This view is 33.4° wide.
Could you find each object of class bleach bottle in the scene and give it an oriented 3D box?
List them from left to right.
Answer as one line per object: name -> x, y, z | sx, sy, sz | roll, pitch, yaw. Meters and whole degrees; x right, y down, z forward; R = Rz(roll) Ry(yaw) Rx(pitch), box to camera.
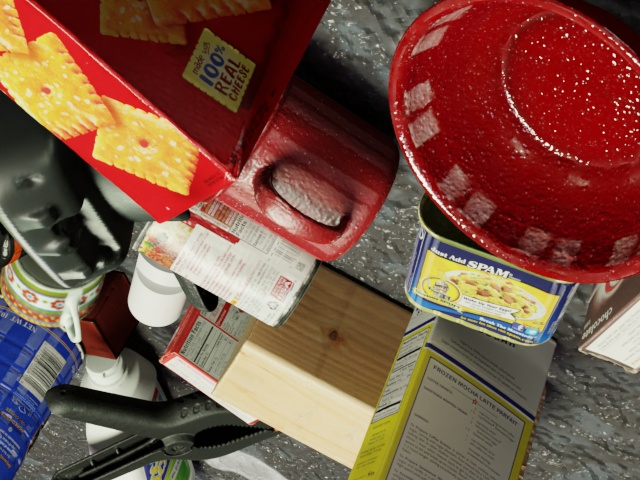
bleach bottle -> -0.173, 0.182, 0.970 | 0.068, 0.102, 0.251 | 13, 143, 15

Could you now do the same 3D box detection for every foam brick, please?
foam brick -> -0.194, 0.057, 0.871 | 0.078, 0.051, 0.053 | 7, 141, 25

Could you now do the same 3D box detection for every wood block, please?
wood block -> 0.042, 0.106, 0.754 | 0.206, 0.090, 0.090 | 29, 143, -3

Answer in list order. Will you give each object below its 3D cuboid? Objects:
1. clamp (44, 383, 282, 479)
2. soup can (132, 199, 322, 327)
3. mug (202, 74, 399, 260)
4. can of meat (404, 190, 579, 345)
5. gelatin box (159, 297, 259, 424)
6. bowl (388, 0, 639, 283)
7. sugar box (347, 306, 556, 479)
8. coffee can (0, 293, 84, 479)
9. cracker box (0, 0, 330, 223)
clamp -> -0.123, 0.150, 0.865 | 0.209, 0.036, 0.165 | -9, 146, -10
soup can -> -0.054, 0.001, 0.656 | 0.102, 0.068, 0.069 | 30, 144, -7
mug -> -0.009, -0.036, 0.594 | 0.081, 0.117, 0.093 | 31, 113, -16
can of meat -> 0.103, 0.011, 0.628 | 0.102, 0.057, 0.084 | 20, 146, 9
gelatin box -> -0.067, 0.084, 0.808 | 0.089, 0.073, 0.030 | 37, 143, -14
bowl -> 0.113, -0.059, 0.515 | 0.162, 0.055, 0.162 | 29, 144, 24
sugar box -> 0.082, 0.114, 0.666 | 0.093, 0.176, 0.048 | 36, 141, -13
coffee can -> -0.263, 0.126, 0.833 | 0.103, 0.140, 0.103 | 17, 145, 12
cracker box -> -0.099, -0.139, 0.472 | 0.213, 0.164, 0.072 | 42, 140, -22
